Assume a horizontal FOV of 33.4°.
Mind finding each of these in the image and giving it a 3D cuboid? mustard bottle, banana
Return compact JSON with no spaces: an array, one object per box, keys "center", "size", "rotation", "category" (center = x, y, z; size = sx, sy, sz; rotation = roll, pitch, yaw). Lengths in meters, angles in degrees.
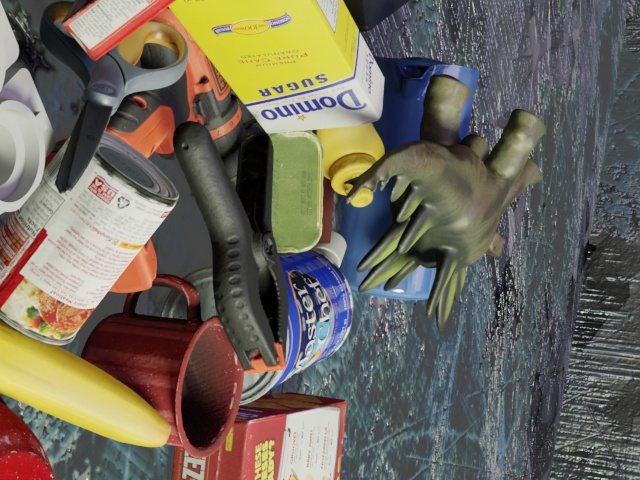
[{"center":[0.014,-0.109,0.899],"size":[0.096,0.058,0.191],"rotation":[75,2,-57],"category":"mustard bottle"},{"center":[-0.158,0.075,0.590],"size":[0.037,0.070,0.197],"rotation":[-55,146,-5],"category":"banana"}]

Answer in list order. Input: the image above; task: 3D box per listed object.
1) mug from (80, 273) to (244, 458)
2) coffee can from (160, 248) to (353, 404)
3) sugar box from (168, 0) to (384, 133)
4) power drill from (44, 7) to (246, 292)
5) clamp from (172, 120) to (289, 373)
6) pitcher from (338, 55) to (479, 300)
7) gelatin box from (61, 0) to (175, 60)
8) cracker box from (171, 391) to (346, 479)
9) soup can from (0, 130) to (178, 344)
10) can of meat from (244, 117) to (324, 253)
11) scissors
[{"center":[-0.107,0.080,0.707],"size":[0.093,0.082,0.117],"rotation":[-20,113,-66],"category":"mug"},{"center":[-0.046,0.061,0.827],"size":[0.140,0.103,0.103],"rotation":[-16,110,-67],"category":"coffee can"},{"center":[-0.026,-0.133,0.711],"size":[0.176,0.093,0.048],"rotation":[52,40,-56],"category":"sugar box"},{"center":[-0.107,-0.055,0.713],"size":[0.187,0.057,0.184],"rotation":[-67,148,-44],"category":"power drill"},{"center":[-0.055,0.001,0.698],"size":[0.120,0.039,0.171],"rotation":[11,67,-62],"category":"clamp"},{"center":[0.084,-0.067,1.107],"size":[0.148,0.145,0.243],"rotation":[2,97,-42],"category":"pitcher"},{"center":[-0.100,-0.147,0.597],"size":[0.030,0.073,0.089],"rotation":[49,23,-25],"category":"gelatin box"},{"center":[-0.051,0.217,0.893],"size":[0.213,0.072,0.164],"rotation":[10,85,-67],"category":"cracker box"},{"center":[-0.133,-0.004,0.580],"size":[0.102,0.068,0.068],"rotation":[-51,160,10],"category":"soup can"},{"center":[-0.032,-0.045,0.850],"size":[0.084,0.057,0.102],"rotation":[-139,-131,-73],"category":"can of meat"},{"center":[-0.133,-0.087,0.576],"size":[0.201,0.096,0.016],"rotation":[-60,174,-58],"category":"scissors"}]
